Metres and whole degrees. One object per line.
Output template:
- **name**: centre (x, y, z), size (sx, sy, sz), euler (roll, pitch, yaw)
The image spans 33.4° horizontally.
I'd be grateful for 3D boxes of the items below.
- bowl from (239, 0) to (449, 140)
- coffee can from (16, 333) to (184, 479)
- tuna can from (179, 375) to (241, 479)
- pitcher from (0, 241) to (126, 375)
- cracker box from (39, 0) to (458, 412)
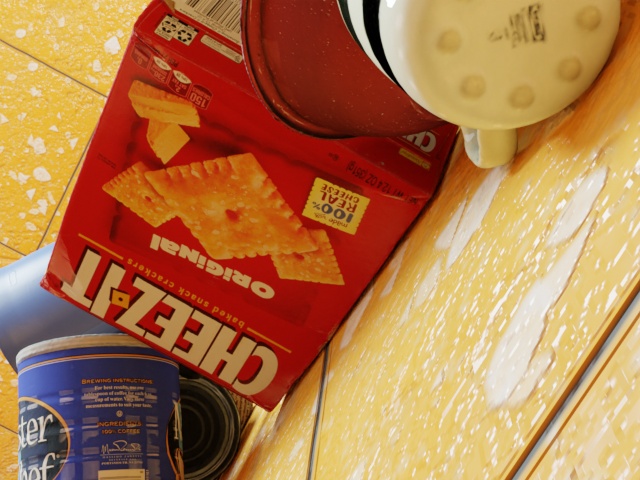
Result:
- **bowl**: centre (0.047, -0.102, 0.437), size (0.161, 0.055, 0.162), euler (-29, -41, -29)
- **coffee can**: centre (-0.135, 0.138, 0.660), size (0.103, 0.102, 0.140), euler (128, 139, -65)
- **tuna can**: centre (-0.099, 0.132, 0.745), size (0.086, 0.086, 0.034), euler (-63, 6, -16)
- **pitcher**: centre (-0.168, 0.041, 0.956), size (0.243, 0.149, 0.145), euler (-29, -6, 3)
- **cracker box**: centre (-0.049, -0.015, 0.586), size (0.214, 0.164, 0.072), euler (-57, 5, 44)
